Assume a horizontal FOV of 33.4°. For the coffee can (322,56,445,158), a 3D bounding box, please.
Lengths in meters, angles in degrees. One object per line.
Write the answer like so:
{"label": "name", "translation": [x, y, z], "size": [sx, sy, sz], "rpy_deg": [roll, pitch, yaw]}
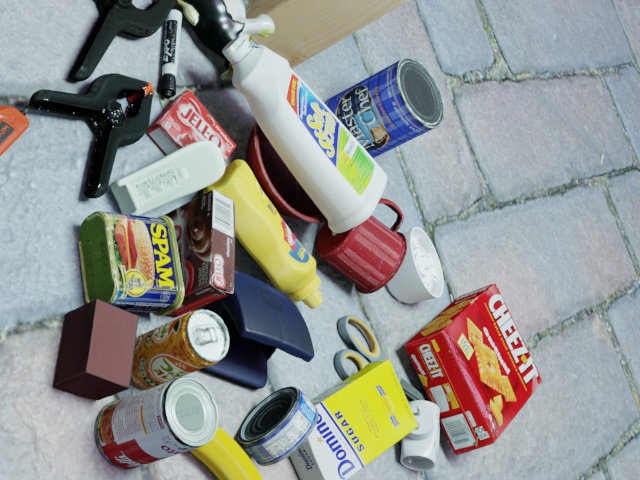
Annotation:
{"label": "coffee can", "translation": [0.081, -0.171, 1.430], "size": [0.102, 0.141, 0.103], "rpy_deg": [27, 52, -40]}

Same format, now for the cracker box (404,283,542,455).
{"label": "cracker box", "translation": [0.214, 0.169, 1.457], "size": [0.213, 0.072, 0.164], "rpy_deg": [-29, 94, -57]}

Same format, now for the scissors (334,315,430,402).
{"label": "scissors", "translation": [0.080, 0.181, 1.346], "size": [0.201, 0.016, 0.096], "rpy_deg": [52, 41, -18]}

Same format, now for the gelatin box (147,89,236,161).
{"label": "gelatin box", "translation": [-0.146, -0.116, 1.215], "size": [0.089, 0.030, 0.073], "rpy_deg": [51, 43, -20]}

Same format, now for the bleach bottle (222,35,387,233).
{"label": "bleach bottle", "translation": [-0.026, -0.132, 1.253], "size": [0.250, 0.068, 0.102], "rpy_deg": [48, 41, -19]}

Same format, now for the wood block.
{"label": "wood block", "translation": [0.010, -0.316, 1.367], "size": [0.090, 0.207, 0.090], "rpy_deg": [39, 45, -31]}

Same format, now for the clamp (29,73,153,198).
{"label": "clamp", "translation": [-0.223, -0.118, 1.120], "size": [0.171, 0.039, 0.120], "rpy_deg": [-37, 111, -54]}

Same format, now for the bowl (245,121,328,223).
{"label": "bowl", "translation": [-0.040, -0.089, 1.311], "size": [0.161, 0.055, 0.162], "rpy_deg": [27, 52, -40]}

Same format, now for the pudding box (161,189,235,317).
{"label": "pudding box", "translation": [-0.132, 0.015, 1.116], "size": [0.039, 0.090, 0.113], "rpy_deg": [29, 50, -41]}

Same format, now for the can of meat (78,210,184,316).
{"label": "can of meat", "translation": [-0.191, 0.022, 1.069], "size": [0.083, 0.058, 0.102], "rpy_deg": [7, 65, -45]}

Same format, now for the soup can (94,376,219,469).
{"label": "soup can", "translation": [-0.152, 0.170, 0.997], "size": [0.068, 0.102, 0.068], "rpy_deg": [27, 52, -40]}

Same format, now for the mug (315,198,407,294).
{"label": "mug", "translation": [0.056, -0.002, 1.339], "size": [0.081, 0.117, 0.093], "rpy_deg": [36, 7, -27]}

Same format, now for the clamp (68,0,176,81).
{"label": "clamp", "translation": [-0.231, -0.258, 1.186], "size": [0.209, 0.036, 0.164], "rpy_deg": [-14, 87, -52]}

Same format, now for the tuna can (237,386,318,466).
{"label": "tuna can", "translation": [-0.045, 0.195, 1.127], "size": [0.033, 0.086, 0.086], "rpy_deg": [50, 40, -17]}

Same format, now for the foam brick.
{"label": "foam brick", "translation": [-0.210, 0.104, 1.004], "size": [0.051, 0.053, 0.078], "rpy_deg": [30, 51, -38]}

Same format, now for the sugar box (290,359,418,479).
{"label": "sugar box", "translation": [0.034, 0.214, 1.235], "size": [0.175, 0.048, 0.093], "rpy_deg": [-26, 92, -49]}

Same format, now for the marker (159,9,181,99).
{"label": "marker", "translation": [-0.175, -0.217, 1.246], "size": [0.020, 0.020, 0.121], "rpy_deg": [27, 52, -40]}

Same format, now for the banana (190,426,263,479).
{"label": "banana", "translation": [-0.094, 0.241, 1.083], "size": [0.198, 0.037, 0.069], "rpy_deg": [61, 36, -7]}

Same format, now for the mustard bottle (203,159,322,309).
{"label": "mustard bottle", "translation": [-0.058, 0.001, 1.229], "size": [0.191, 0.058, 0.096], "rpy_deg": [55, 8, -16]}
